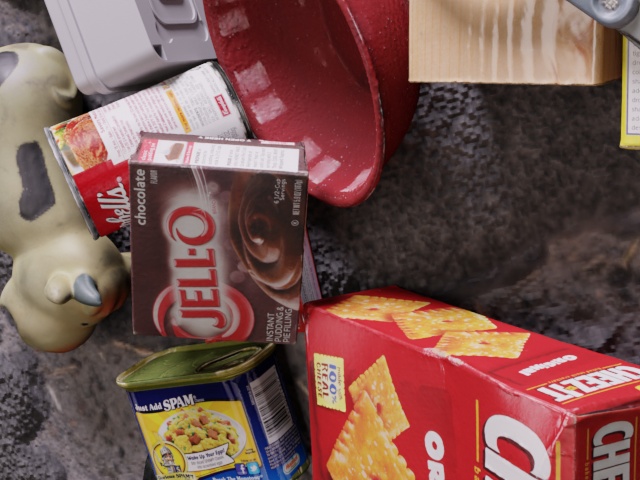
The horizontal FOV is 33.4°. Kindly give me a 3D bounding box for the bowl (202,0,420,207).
[{"bbox_3d":[0.003,-0.100,0.544,0.162,0.055,0.162,47,153,32],"label":"bowl"}]

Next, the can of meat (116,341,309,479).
[{"bbox_3d":[-0.064,0.110,0.651,0.102,0.057,0.084,-11,102,30],"label":"can of meat"}]

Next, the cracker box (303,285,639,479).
[{"bbox_3d":[0.071,0.124,0.521,0.214,0.072,0.164,18,114,59],"label":"cracker box"}]

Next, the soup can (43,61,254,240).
[{"bbox_3d":[-0.093,-0.051,0.598,0.102,0.068,0.068,-24,90,-10],"label":"soup can"}]

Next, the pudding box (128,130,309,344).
[{"bbox_3d":[-0.054,0.001,0.564,0.090,0.039,0.113,3,122,-2],"label":"pudding box"}]
